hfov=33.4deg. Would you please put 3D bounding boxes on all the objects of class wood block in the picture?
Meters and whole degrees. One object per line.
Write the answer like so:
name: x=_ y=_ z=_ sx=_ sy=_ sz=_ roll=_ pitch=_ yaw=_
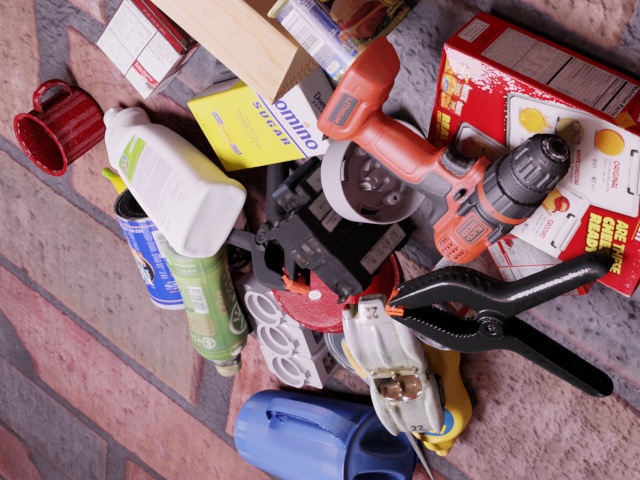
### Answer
wood block: x=-0.084 y=-0.238 z=0.994 sx=0.206 sy=0.090 sz=0.090 roll=41 pitch=146 yaw=6

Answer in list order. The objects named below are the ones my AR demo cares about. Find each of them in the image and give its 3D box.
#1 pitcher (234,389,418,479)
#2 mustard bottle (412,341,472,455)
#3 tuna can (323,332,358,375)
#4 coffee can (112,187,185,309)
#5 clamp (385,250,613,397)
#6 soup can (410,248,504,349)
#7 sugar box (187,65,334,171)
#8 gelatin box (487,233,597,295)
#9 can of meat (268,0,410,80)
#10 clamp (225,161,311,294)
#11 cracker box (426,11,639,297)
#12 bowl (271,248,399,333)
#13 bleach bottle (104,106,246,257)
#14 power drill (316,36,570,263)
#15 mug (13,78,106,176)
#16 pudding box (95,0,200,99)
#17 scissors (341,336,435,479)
pitcher: x=-0.007 y=0.258 z=1.386 sx=0.243 sy=0.144 sz=0.149 roll=5 pitch=102 yaw=47
mustard bottle: x=0.124 y=0.175 z=1.224 sx=0.096 sy=0.058 sz=0.191 roll=10 pitch=132 yaw=35
tuna can: x=0.048 y=0.120 z=1.269 sx=0.086 sy=0.033 sz=0.086 roll=28 pitch=142 yaw=24
coffee can: x=-0.187 y=0.001 z=1.333 sx=0.103 sy=0.102 sz=0.140 roll=14 pitch=134 yaw=38
clamp: x=0.163 y=0.074 z=0.950 sx=0.210 sy=0.036 sz=0.164 roll=1 pitch=129 yaw=27
soup can: x=0.135 y=0.049 z=1.046 sx=0.069 sy=0.102 sz=0.068 roll=28 pitch=142 yaw=24
sugar box: x=-0.055 y=-0.128 z=1.114 sx=0.177 sy=0.048 sz=0.093 roll=-5 pitch=122 yaw=50
gelatin box: x=0.206 y=0.016 z=1.003 sx=0.089 sy=0.030 sz=0.073 roll=-5 pitch=123 yaw=49
can of meat: x=0.019 y=-0.197 z=0.920 sx=0.084 sy=0.102 sz=0.058 roll=47 pitch=145 yaw=-5
clamp: x=-0.058 y=0.001 z=1.149 sx=0.120 sy=0.039 sz=0.171 roll=-51 pitch=39 yaw=33
cracker box: x=0.196 y=-0.073 z=0.887 sx=0.214 sy=0.072 sz=0.164 roll=30 pitch=143 yaw=20
bowl: x=0.003 y=0.045 z=1.175 sx=0.162 sy=0.055 sz=0.162 roll=11 pitch=122 yaw=18
bleach bottle: x=-0.183 y=-0.089 z=1.231 sx=0.251 sy=0.067 sz=0.103 roll=47 pitch=118 yaw=39
power drill: x=0.095 y=-0.077 z=0.868 sx=0.187 sy=0.057 sz=0.185 roll=43 pitch=148 yaw=3
mug: x=-0.329 y=-0.150 z=1.346 sx=0.093 sy=0.081 sz=0.117 roll=20 pitch=138 yaw=33
pudding box: x=-0.191 y=-0.218 z=1.173 sx=0.090 sy=0.039 sz=0.114 roll=49 pitch=143 yaw=-4
scissors: x=0.075 y=0.185 z=1.233 sx=0.096 sy=0.016 sz=0.201 roll=23 pitch=140 yaw=58
